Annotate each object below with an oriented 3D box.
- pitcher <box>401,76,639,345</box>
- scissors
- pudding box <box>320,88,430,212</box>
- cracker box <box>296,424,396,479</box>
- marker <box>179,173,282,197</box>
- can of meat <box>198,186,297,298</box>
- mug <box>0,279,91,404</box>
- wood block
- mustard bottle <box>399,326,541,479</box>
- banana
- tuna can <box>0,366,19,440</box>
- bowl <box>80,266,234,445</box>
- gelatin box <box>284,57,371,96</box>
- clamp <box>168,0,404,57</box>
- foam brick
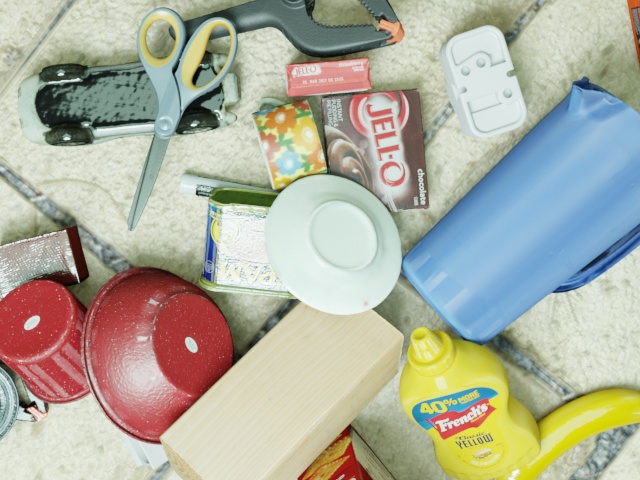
[{"bbox_3d":[0.200,-0.014,0.960,0.243,0.145,0.149,-42,83,6],"label":"pitcher"},{"bbox_3d":[-0.148,-0.117,0.933,0.096,0.016,0.202,34,88,0],"label":"scissors"},{"bbox_3d":[0.050,-0.081,0.986,0.090,0.039,0.113,-6,96,-2],"label":"pudding box"},{"bbox_3d":[0.051,0.261,0.929,0.072,0.214,0.164,-37,95,2],"label":"cracker box"},{"bbox_3d":[-0.071,-0.044,0.996,0.121,0.020,0.020,10,95,-2],"label":"marker"},{"bbox_3d":[-0.056,0.001,0.972,0.102,0.057,0.084,6,109,-2],"label":"can of meat"},{"bbox_3d":[-0.248,0.084,0.943,0.117,0.081,0.093,15,65,21],"label":"mug"},{"bbox_3d":[-0.030,0.142,0.930,0.091,0.090,0.205,38,67,20],"label":"wood block"},{"bbox_3d":[0.124,0.140,0.949,0.096,0.058,0.191,-17,131,19],"label":"mustard bottle"},{"bbox_3d":[0.240,0.190,1.016,0.198,0.037,0.069,-25,95,1],"label":"banana"},{"bbox_3d":[-0.313,0.145,0.950,0.086,0.034,0.086,2,86,-23],"label":"tuna can"},{"bbox_3d":[-0.128,0.096,0.938,0.055,0.161,0.162,-19,97,41],"label":"bowl"},{"bbox_3d":[0.005,-0.146,0.953,0.073,0.089,0.030,-5,97,-1],"label":"gelatin box"},{"bbox_3d":[-0.019,-0.231,0.948,0.210,0.036,0.164,18,92,16],"label":"clamp"},{"bbox_3d":[-0.259,0.021,0.980,0.078,0.053,0.051,-14,95,-1],"label":"foam brick"}]
